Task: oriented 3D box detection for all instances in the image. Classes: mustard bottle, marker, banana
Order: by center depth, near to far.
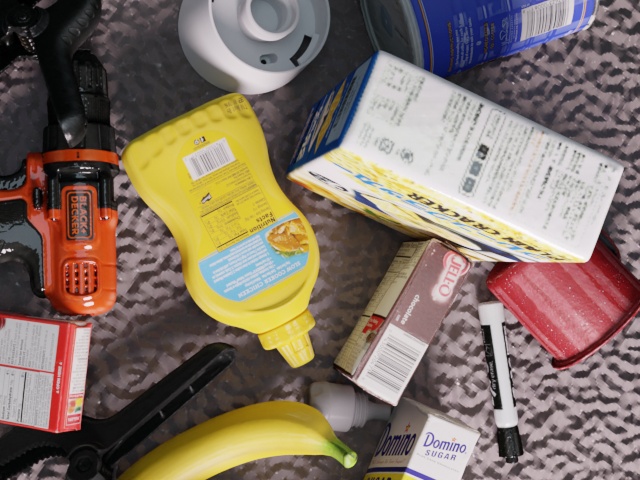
[{"bbox_3d":[-0.074,0.153,0.738,0.198,0.069,0.037,-20,118,6],"label":"banana"},{"bbox_3d":[-0.055,0.001,0.746,0.096,0.058,0.191,-28,94,-19],"label":"mustard bottle"},{"bbox_3d":[0.134,0.106,0.794,0.020,0.020,0.121,-8,91,-9],"label":"marker"}]

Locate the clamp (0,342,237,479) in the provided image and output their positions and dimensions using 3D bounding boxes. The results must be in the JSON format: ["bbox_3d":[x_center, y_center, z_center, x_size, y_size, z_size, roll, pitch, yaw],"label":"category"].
[{"bbox_3d":[-0.146,0.163,0.710,0.210,0.036,0.164,-14,56,3],"label":"clamp"}]

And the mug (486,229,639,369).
[{"bbox_3d":[0.181,0.025,0.774,0.081,0.093,0.117,46,52,-1],"label":"mug"}]

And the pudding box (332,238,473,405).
[{"bbox_3d":[0.056,0.054,0.747,0.039,0.090,0.113,32,85,-6],"label":"pudding box"}]

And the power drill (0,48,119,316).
[{"bbox_3d":[-0.230,-0.038,0.721,0.187,0.057,0.184,-2,84,-8],"label":"power drill"}]

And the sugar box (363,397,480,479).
[{"bbox_3d":[0.047,0.200,0.743,0.048,0.093,0.176,21,85,-8],"label":"sugar box"}]

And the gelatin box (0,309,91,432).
[{"bbox_3d":[-0.201,0.086,0.720,0.089,0.030,0.073,5,88,22],"label":"gelatin box"}]

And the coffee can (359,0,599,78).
[{"bbox_3d":[0.109,-0.175,0.751,0.140,0.103,0.103,-20,92,-9],"label":"coffee can"}]

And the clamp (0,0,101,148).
[{"bbox_3d":[-0.202,-0.132,0.706,0.120,0.039,0.171,3,55,0],"label":"clamp"}]
